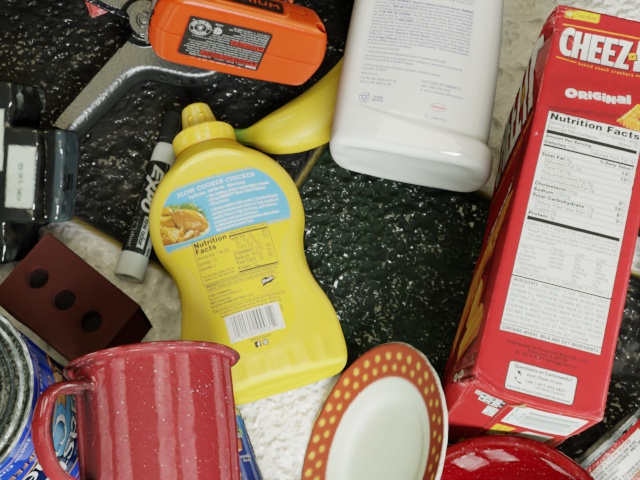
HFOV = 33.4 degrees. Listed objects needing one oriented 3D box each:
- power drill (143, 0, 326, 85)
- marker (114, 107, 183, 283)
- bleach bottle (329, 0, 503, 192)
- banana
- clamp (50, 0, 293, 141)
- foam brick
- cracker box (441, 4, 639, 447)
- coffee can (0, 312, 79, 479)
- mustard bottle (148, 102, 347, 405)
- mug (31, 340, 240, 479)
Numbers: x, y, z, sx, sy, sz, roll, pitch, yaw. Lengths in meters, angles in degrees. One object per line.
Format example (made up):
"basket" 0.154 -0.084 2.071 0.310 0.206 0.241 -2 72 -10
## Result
"power drill" -0.037 -0.190 0.682 0.184 0.057 0.187 8 56 -15
"marker" -0.108 -0.032 0.694 0.020 0.020 0.121 12 72 6
"bleach bottle" 0.076 -0.162 0.668 0.102 0.068 0.251 11 77 5
"banana" 0.020 -0.120 0.710 0.070 0.037 0.197 42 77 12
"clamp" -0.120 -0.133 0.710 0.210 0.036 0.164 -6 93 -9
"foam brick" -0.151 0.043 0.652 0.078 0.051 0.053 36 76 13
"cracker box" 0.124 0.004 0.597 0.072 0.164 0.213 14 72 4
"coffee can" -0.189 0.097 0.588 0.103 0.140 0.103 -1 71 2
"mustard bottle" -0.054 0.001 0.660 0.096 0.058 0.192 -17 72 -2
"mug" -0.093 0.101 0.545 0.093 0.117 0.081 -24 65 39
